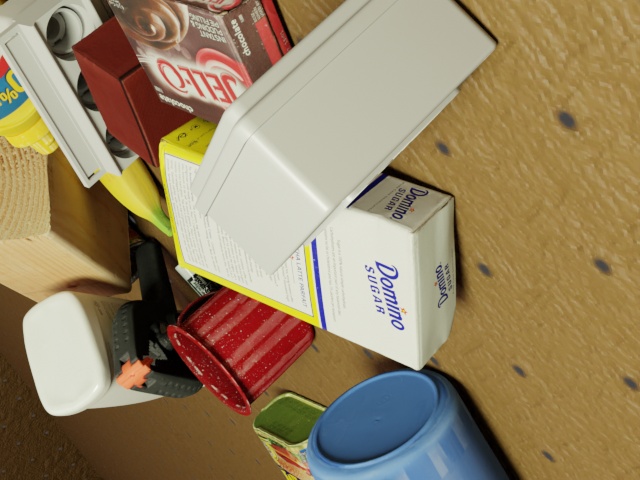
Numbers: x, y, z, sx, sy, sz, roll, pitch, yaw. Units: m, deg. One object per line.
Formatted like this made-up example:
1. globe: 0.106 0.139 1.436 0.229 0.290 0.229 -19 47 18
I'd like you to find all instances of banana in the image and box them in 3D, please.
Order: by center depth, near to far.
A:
1. banana: -0.169 -0.088 0.828 0.070 0.037 0.197 11 140 40

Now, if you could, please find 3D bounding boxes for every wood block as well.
1. wood block: -0.232 -0.014 0.889 0.206 0.091 0.090 66 -163 -74

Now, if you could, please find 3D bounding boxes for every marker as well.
1. marker: -0.082 0.064 0.948 0.121 0.020 0.020 49 159 -3

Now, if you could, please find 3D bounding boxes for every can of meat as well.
1. can of meat: -0.008 0.194 0.983 0.102 0.057 0.084 10 135 57

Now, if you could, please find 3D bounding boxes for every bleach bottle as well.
1. bleach bottle: -0.159 0.106 0.972 0.250 0.068 0.102 19 -133 -63

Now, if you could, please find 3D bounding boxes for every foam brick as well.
1. foam brick: -0.110 -0.097 0.671 0.051 0.053 0.078 34 154 32

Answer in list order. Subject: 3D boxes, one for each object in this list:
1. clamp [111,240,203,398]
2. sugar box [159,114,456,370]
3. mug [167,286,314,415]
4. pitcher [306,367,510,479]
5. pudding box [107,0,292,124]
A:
1. clamp: -0.120 0.089 0.919 0.164 0.036 0.210 46 -165 -9
2. sugar box: -0.009 -0.003 0.593 0.176 0.048 0.093 20 133 30
3. mug: -0.067 0.072 0.845 0.117 0.081 0.093 24 149 47
4. pitcher: 0.078 0.211 0.738 0.242 0.149 0.145 61 174 -24
5. pudding box: -0.061 -0.105 0.579 0.114 0.039 0.090 28 152 42
